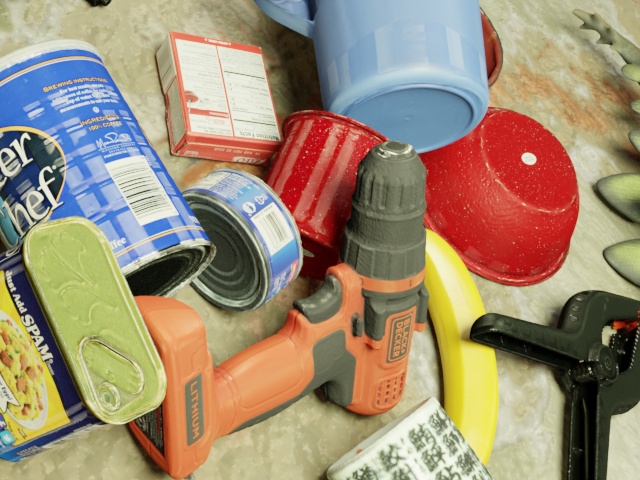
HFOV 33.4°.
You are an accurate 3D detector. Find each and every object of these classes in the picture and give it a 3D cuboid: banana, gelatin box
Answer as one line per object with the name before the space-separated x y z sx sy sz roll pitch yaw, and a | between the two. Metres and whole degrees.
banana | 0.089 0.074 0.729 0.069 0.037 0.198 3 63 -34
gelatin box | -0.071 -0.097 0.743 0.073 0.030 0.089 4 60 -32

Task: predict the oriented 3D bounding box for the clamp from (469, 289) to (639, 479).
clamp | 0.194 0.103 0.766 0.209 0.036 0.164 -21 89 -49

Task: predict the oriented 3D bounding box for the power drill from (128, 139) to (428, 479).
power drill | -0.017 0.044 0.605 0.187 0.184 0.057 -17 35 -31

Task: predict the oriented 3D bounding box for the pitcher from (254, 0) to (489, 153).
pitcher | 0.036 -0.185 0.739 0.144 0.149 0.243 22 55 -46

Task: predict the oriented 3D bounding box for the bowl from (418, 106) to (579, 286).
bowl | 0.146 -0.048 0.830 0.162 0.055 0.162 16 54 -23

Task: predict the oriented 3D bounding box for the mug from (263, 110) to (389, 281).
mug | 0.006 -0.020 0.706 0.093 0.117 0.081 12 66 28

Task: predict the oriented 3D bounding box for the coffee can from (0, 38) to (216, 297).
coffee can | -0.138 -0.028 0.608 0.102 0.103 0.140 -23 76 -39

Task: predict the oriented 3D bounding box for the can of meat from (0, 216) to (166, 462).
can of meat | -0.137 0.052 0.526 0.057 0.084 0.102 -20 85 -60

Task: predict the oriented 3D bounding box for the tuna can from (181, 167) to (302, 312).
tuna can | -0.054 0.001 0.654 0.086 0.086 0.033 49 50 3
